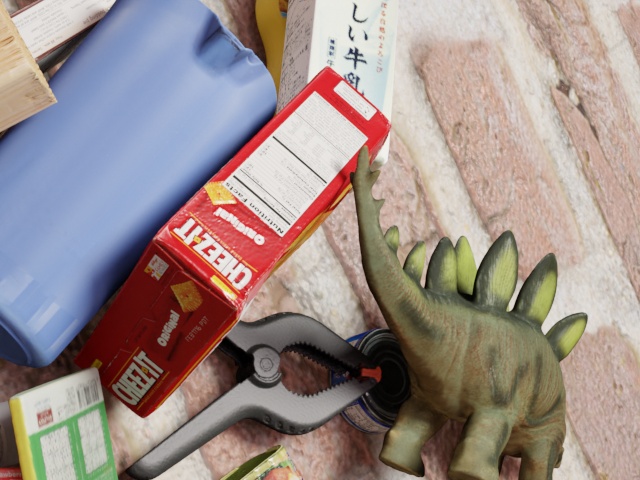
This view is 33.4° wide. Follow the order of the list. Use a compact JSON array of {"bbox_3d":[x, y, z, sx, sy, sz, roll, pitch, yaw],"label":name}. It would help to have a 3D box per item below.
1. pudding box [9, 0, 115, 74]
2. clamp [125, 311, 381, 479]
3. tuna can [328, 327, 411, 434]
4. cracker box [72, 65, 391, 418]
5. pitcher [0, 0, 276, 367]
[{"bbox_3d":[-0.196,-0.145,0.755,0.039,0.090,0.113,52,49,-11],"label":"pudding box"},{"bbox_3d":[-0.052,0.106,0.795,0.209,0.036,0.164,14,65,-23],"label":"clamp"},{"bbox_3d":[0.050,0.117,0.893,0.086,0.034,0.086,16,64,-35],"label":"tuna can"},{"bbox_3d":[-0.055,0.001,0.719,0.072,0.164,0.213,40,47,-1],"label":"cracker box"},{"bbox_3d":[-0.150,-0.040,0.694,0.145,0.149,0.242,24,62,22],"label":"pitcher"}]
